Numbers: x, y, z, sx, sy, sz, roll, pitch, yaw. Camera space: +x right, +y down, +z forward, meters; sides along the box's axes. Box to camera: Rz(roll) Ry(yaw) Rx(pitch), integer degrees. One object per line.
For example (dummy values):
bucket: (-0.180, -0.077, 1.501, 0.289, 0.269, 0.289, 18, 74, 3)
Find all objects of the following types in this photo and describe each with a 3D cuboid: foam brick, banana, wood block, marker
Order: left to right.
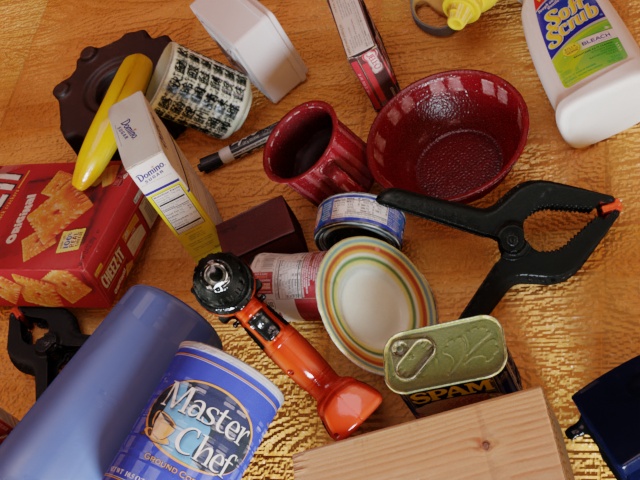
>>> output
banana: (-0.218, -0.141, 1.154, 0.037, 0.070, 0.197, 23, 52, -9)
marker: (-0.080, -0.105, 1.170, 0.121, 0.020, 0.020, -25, 51, 8)
foam brick: (-0.057, 0.001, 1.067, 0.078, 0.051, 0.053, -24, 50, 7)
wood block: (0.092, 0.197, 0.840, 0.206, 0.090, 0.091, -18, 51, 13)

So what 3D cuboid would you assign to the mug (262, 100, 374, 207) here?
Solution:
mug: (0.009, -0.074, 1.055, 0.093, 0.081, 0.117, -51, 42, 4)

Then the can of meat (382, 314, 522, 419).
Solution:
can of meat: (0.113, 0.113, 0.891, 0.102, 0.084, 0.057, -14, 53, 15)

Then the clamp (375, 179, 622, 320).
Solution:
clamp: (0.167, 0.013, 0.948, 0.210, 0.036, 0.164, -12, 83, 3)

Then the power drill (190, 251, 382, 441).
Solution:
power drill: (-0.032, 0.085, 0.897, 0.057, 0.184, 0.187, -44, 85, -4)

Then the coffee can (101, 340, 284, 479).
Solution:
coffee can: (-0.107, 0.170, 0.897, 0.103, 0.102, 0.140, 15, 64, 32)

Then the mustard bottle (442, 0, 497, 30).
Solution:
mustard bottle: (0.170, -0.299, 1.139, 0.096, 0.058, 0.191, -8, 50, 43)

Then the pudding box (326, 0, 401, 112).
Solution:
pudding box: (0.047, -0.206, 1.136, 0.039, 0.090, 0.113, -24, 51, 8)

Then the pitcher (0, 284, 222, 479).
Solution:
pitcher: (-0.187, 0.169, 0.974, 0.145, 0.149, 0.242, 10, 58, 46)

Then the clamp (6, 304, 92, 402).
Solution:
clamp: (-0.276, 0.122, 1.091, 0.172, 0.039, 0.120, 22, 58, 40)

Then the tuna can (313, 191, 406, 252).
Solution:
tuna can: (0.037, -0.009, 1.009, 0.086, 0.086, 0.033, -4, 58, 22)

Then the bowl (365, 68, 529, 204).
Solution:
bowl: (0.128, -0.088, 1.040, 0.162, 0.055, 0.162, -12, 54, 17)

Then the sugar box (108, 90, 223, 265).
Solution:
sugar box: (-0.150, -0.058, 1.068, 0.048, 0.176, 0.093, -28, 51, 4)

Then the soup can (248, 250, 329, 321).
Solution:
soup can: (-0.011, 0.042, 1.007, 0.102, 0.068, 0.068, -3, 57, 23)

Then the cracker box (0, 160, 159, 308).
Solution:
cracker box: (-0.295, -0.010, 1.155, 0.214, 0.072, 0.164, 0, 47, 24)

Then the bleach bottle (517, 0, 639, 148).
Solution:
bleach bottle: (0.244, -0.209, 1.068, 0.102, 0.068, 0.251, -25, 48, 9)

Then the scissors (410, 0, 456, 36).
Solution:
scissors: (0.115, -0.302, 1.218, 0.096, 0.016, 0.202, -31, 51, 0)
